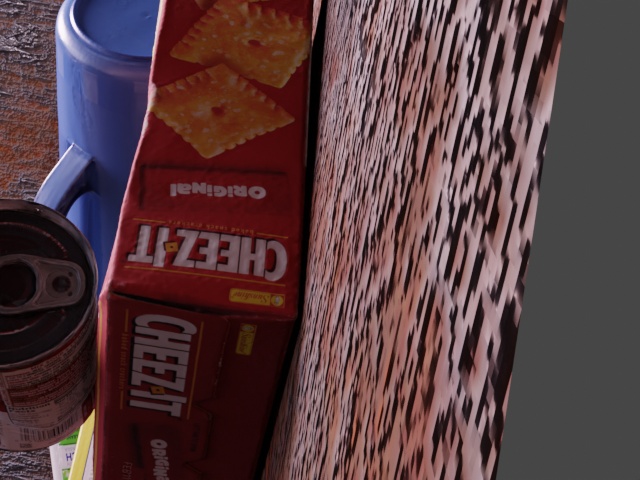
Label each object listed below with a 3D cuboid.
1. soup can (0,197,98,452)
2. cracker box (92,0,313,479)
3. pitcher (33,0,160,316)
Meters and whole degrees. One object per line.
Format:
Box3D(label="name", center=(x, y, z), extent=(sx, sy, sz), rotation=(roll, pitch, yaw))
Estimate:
Box3D(label="soup can", center=(-0.121, 0.038, 0.424), extent=(0.102, 0.068, 0.068), rotation=(108, 170, -60))
Box3D(label="cracker box", center=(-0.049, -0.008, 0.464), extent=(0.164, 0.072, 0.213), rotation=(104, 172, -48))
Box3D(label="pitcher", center=(-0.120, -0.046, 0.707), extent=(0.243, 0.145, 0.149), rotation=(98, 170, -47))
